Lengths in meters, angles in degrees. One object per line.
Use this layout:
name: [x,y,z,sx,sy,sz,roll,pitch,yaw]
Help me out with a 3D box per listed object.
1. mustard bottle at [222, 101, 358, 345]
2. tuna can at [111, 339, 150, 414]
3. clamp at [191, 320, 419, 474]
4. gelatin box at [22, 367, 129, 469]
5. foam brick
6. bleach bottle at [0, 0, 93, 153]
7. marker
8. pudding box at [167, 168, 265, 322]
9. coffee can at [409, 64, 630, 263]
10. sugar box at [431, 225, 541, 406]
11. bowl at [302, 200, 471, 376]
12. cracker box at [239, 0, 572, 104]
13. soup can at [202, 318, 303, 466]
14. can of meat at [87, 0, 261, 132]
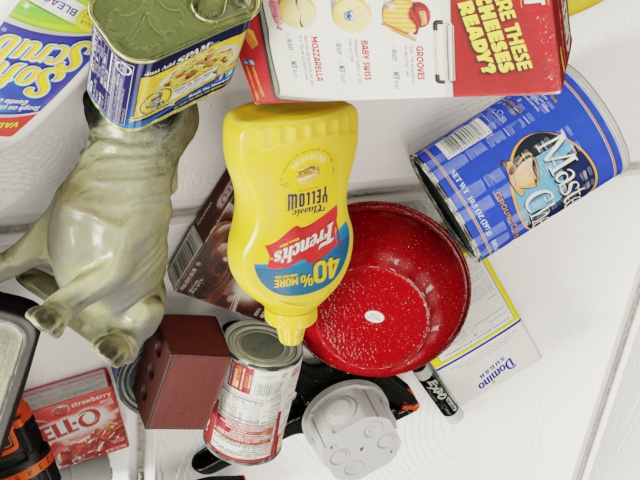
mustard bottle: [-0.022,-0.008,0.788,0.096,0.058,0.192,-14,120,-28]
tuna can: [-0.130,0.104,0.887,0.086,0.034,0.086,-11,127,-16]
clamp: [-0.013,0.152,0.969,0.209,0.036,0.165,9,120,-25]
gelatin box: [-0.211,0.153,0.890,0.089,0.030,0.073,-16,128,-12]
foam brick: [-0.110,0.103,0.837,0.051,0.053,0.078,7,120,-27]
bleach bottle: [-0.194,-0.115,0.687,0.102,0.068,0.251,20,118,-44]
marker: [0.107,0.137,1.021,0.020,0.020,0.121,-34,130,2]
pudding box: [-0.056,0.001,0.842,0.089,0.039,0.114,23,111,-33]
coffee can: [0.157,-0.061,0.847,0.140,0.103,0.102,-32,130,1]
sugar box: [0.127,0.068,0.963,0.093,0.048,0.176,-31,132,3]
bowl: [0.043,0.052,0.868,0.162,0.055,0.162,2,112,4]
cracker box: [0.041,-0.173,0.673,0.214,0.072,0.164,0,132,22]
soup can: [-0.056,0.124,0.874,0.068,0.068,0.102,0,122,-23]
can of meat: [-0.094,-0.121,0.660,0.102,0.057,0.084,-30,165,-26]
